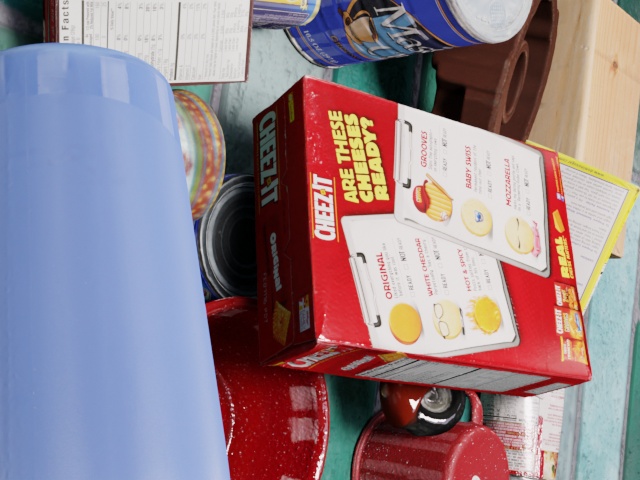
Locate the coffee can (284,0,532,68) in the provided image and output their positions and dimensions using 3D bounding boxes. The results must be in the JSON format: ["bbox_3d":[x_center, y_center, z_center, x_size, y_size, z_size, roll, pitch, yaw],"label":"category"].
[{"bbox_3d":[0.054,-0.173,0.706,0.102,0.141,0.103,1,89,-47],"label":"coffee can"}]

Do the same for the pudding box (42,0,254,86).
[{"bbox_3d":[-0.092,-0.129,0.574,0.113,0.039,0.090,-5,119,-22],"label":"pudding box"}]

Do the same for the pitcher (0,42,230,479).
[{"bbox_3d":[-0.113,0.045,0.487,0.144,0.149,0.243,13,65,-52],"label":"pitcher"}]

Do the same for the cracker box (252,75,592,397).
[{"bbox_3d":[0.063,0.006,0.669,0.213,0.072,0.164,11,65,-32],"label":"cracker box"}]

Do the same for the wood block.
[{"bbox_3d":[0.210,-0.093,0.912,0.090,0.090,0.206,20,75,-44],"label":"wood block"}]

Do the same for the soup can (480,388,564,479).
[{"bbox_3d":[0.163,0.144,0.873,0.068,0.069,0.102,18,76,-46],"label":"soup can"}]

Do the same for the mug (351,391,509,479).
[{"bbox_3d":[0.086,0.160,0.779,0.093,0.082,0.117,37,63,-40],"label":"mug"}]

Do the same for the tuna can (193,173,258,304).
[{"bbox_3d":[-0.054,0.001,0.664,0.085,0.034,0.086,1,89,-47],"label":"tuna can"}]

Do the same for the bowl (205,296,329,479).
[{"bbox_3d":[-0.067,0.113,0.633,0.161,0.055,0.162,1,88,-47],"label":"bowl"}]
